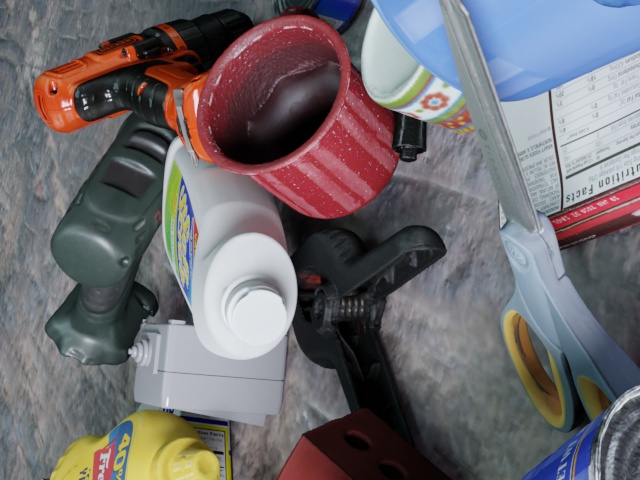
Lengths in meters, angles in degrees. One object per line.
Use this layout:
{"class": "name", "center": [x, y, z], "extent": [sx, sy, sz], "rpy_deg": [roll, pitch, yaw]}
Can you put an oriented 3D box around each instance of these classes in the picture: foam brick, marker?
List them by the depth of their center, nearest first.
{"class": "foam brick", "center": [0.024, 0.122, 0.483], "extent": [0.078, 0.052, 0.051], "rpy_deg": [37, 118, 28]}
{"class": "marker", "center": [0.052, -0.102, 0.581], "extent": [0.020, 0.020, 0.121], "rpy_deg": [-14, 68, 62]}

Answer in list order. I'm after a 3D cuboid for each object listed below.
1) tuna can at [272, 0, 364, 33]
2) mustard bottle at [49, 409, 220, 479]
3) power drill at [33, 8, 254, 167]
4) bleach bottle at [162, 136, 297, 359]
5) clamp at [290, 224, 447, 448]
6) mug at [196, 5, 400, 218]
{"class": "tuna can", "center": [0.002, -0.176, 0.692], "extent": [0.086, 0.033, 0.086], "rpy_deg": [-34, 51, 55]}
{"class": "mustard bottle", "center": [-0.117, 0.159, 0.678], "extent": [0.192, 0.058, 0.096], "rpy_deg": [-31, 48, 50]}
{"class": "power drill", "center": [-0.081, -0.112, 0.733], "extent": [0.188, 0.184, 0.057], "rpy_deg": [18, 130, 49]}
{"class": "bleach bottle", "center": [-0.054, 0.001, 0.642], "extent": [0.251, 0.068, 0.102], "rpy_deg": [-131, 45, -72]}
{"class": "clamp", "center": [0.019, 0.029, 0.573], "extent": [0.172, 0.039, 0.120], "rpy_deg": [45, 122, 59]}
{"class": "mug", "center": [-0.007, -0.073, 0.589], "extent": [0.093, 0.081, 0.117], "rpy_deg": [-14, 62, 26]}
